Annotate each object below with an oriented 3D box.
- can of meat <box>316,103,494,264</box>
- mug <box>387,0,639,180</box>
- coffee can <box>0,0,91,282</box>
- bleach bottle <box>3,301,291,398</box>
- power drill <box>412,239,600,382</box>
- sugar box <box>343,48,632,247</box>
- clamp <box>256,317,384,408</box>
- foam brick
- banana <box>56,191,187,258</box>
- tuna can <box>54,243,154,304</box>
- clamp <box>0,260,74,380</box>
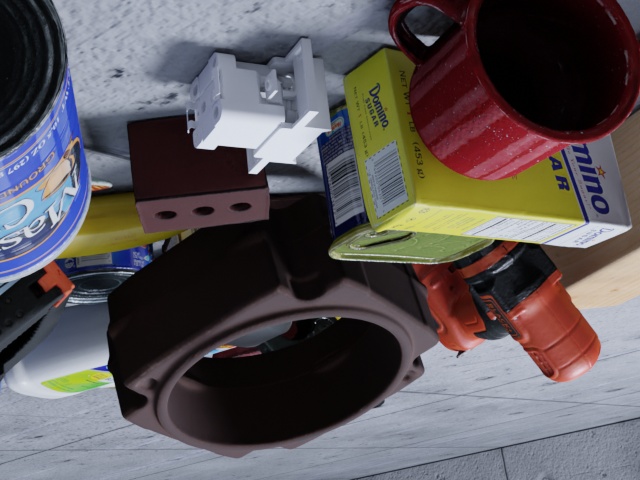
[{"bbox_3d":[0.049,-0.035,0.646,0.101,0.084,0.058,3,159,-33],"label":"can of meat"},{"bbox_3d":[0.085,-0.084,0.523,0.117,0.093,0.082,29,158,-11],"label":"mug"},{"bbox_3d":[-0.157,-0.049,0.471,0.102,0.103,0.140,-6,162,-10],"label":"coffee can"},{"bbox_3d":[-0.127,0.070,0.866,0.251,0.068,0.102,-15,162,15],"label":"bleach bottle"},{"bbox_3d":[0.108,0.023,0.794,0.057,0.184,0.188,-38,-175,-11],"label":"power drill"},{"bbox_3d":[0.100,-0.049,0.613,0.175,0.093,0.048,2,160,-34],"label":"sugar box"},{"bbox_3d":[-0.001,0.094,0.988,0.171,0.120,0.039,5,164,-27],"label":"clamp"},{"bbox_3d":[-0.072,-0.040,0.626,0.078,0.051,0.053,-7,162,-5],"label":"foam brick"},{"bbox_3d":[-0.161,-0.013,0.682,0.197,0.037,0.070,-9,161,-23],"label":"banana"},{"bbox_3d":[-0.167,0.021,0.803,0.086,0.034,0.086,-8,163,-3],"label":"tuna can"},{"bbox_3d":[-0.231,0.086,0.717,0.210,0.036,0.164,-43,174,16],"label":"clamp"}]
